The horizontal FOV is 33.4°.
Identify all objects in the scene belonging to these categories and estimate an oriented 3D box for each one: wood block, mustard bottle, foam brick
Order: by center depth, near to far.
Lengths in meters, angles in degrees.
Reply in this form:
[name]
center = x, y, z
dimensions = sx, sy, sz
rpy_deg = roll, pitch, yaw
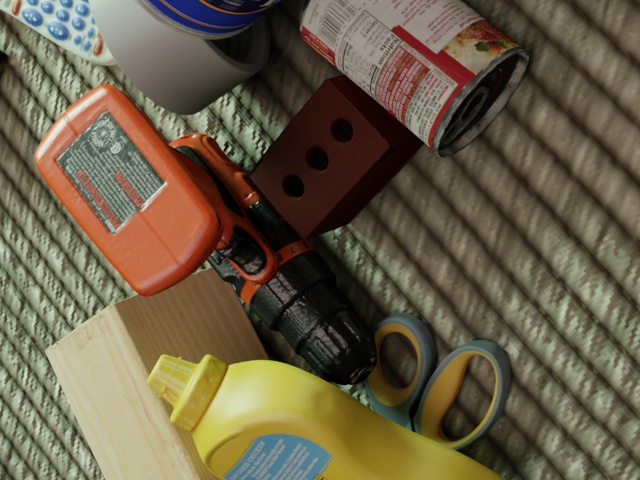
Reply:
[mustard bottle]
center = -0.005, 0.114, 0.569
dimensions = 0.191, 0.058, 0.096
rpy_deg = 29, 140, -5
[foam brick]
center = 0.010, -0.047, 0.592
dimensions = 0.053, 0.051, 0.078
rpy_deg = 49, 119, 13
[wood block]
center = -0.069, 0.132, 0.645
dimensions = 0.090, 0.090, 0.206
rpy_deg = -32, 83, 43

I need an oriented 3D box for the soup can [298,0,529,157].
[soup can]
center = 0.046, -0.100, 0.551
dimensions = 0.102, 0.068, 0.069
rpy_deg = 43, 118, 17

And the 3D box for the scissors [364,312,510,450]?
[scissors]
center = 0.037, 0.127, 0.632
dimensions = 0.096, 0.016, 0.202
rpy_deg = 42, 118, 19

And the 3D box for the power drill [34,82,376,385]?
[power drill]
center = -0.054, 0.001, 0.563
dimensions = 0.057, 0.187, 0.184
rpy_deg = -45, 71, 5
